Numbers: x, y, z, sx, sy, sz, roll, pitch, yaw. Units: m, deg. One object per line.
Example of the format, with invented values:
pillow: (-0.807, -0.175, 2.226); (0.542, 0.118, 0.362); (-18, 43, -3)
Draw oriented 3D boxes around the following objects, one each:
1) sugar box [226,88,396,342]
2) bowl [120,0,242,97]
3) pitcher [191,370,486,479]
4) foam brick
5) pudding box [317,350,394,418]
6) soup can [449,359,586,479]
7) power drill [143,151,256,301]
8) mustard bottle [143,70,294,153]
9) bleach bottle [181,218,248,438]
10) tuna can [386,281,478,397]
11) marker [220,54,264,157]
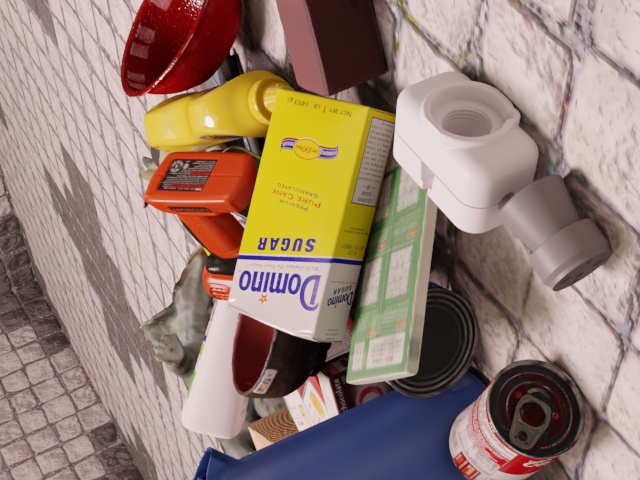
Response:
sugar box: (-0.008, -0.019, 0.805); (0.093, 0.048, 0.176); (17, 94, 38)
bowl: (-0.120, -0.195, 0.984); (0.162, 0.055, 0.162); (-35, 43, 40)
pitcher: (0.033, 0.203, 0.829); (0.145, 0.242, 0.149); (51, 155, 37)
foam brick: (0.007, -0.153, 0.782); (0.051, 0.053, 0.078); (27, 136, 60)
pudding box: (0.053, 0.147, 0.940); (0.039, 0.090, 0.113); (20, 130, 65)
soup can: (0.135, 0.132, 0.749); (0.068, 0.068, 0.102); (60, 160, 18)
power drill: (-0.056, 0.001, 0.947); (0.185, 0.057, 0.187); (3, 144, 31)
mustard bottle: (-0.079, -0.117, 0.965); (0.192, 0.096, 0.058); (-2, 98, 57)
bleach bottle: (-0.086, 0.076, 1.129); (0.102, 0.068, 0.251); (-88, 12, -82)
tuna can: (0.075, 0.073, 0.810); (0.034, 0.086, 0.086); (29, 138, 62)
marker: (-0.078, -0.131, 1.068); (0.020, 0.020, 0.121); (21, 131, 63)
